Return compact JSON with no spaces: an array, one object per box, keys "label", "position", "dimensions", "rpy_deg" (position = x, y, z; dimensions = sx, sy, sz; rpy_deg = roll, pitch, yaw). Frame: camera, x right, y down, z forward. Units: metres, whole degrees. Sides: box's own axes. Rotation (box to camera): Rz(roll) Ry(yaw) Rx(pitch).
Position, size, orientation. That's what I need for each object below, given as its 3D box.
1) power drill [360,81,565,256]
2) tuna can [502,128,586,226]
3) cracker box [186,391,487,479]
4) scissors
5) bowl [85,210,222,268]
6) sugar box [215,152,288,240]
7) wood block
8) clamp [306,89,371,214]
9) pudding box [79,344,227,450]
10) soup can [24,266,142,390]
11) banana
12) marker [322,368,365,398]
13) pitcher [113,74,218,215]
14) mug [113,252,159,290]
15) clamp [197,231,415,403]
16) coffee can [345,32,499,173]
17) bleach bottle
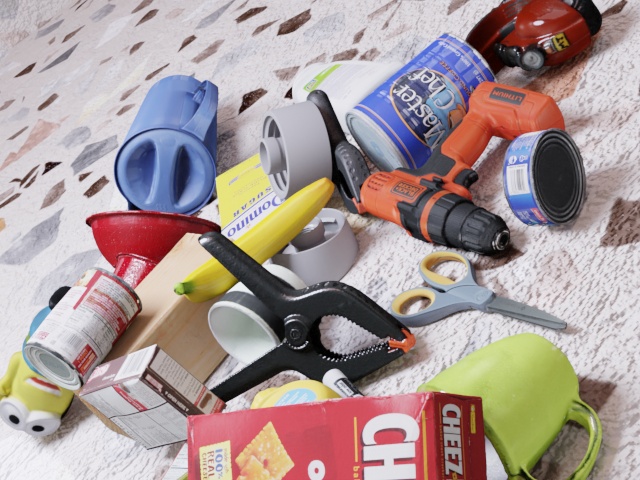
[{"label":"power drill","position":[0.153,-0.071,1.043],"dimensions":[0.187,0.057,0.185],"rpy_deg":[-44,40,-19]},{"label":"tuna can","position":[0.199,-0.055,0.947],"dimensions":[0.034,0.086,0.086],"rpy_deg":[-5,40,46]},{"label":"cracker box","position":[0.005,0.192,0.718],"dimensions":[0.214,0.072,0.164],"rpy_deg":[-13,72,37]},{"label":"scissors","position":[0.125,0.061,0.924],"dimensions":[0.096,0.016,0.202],"rpy_deg":[-39,28,-3]},{"label":"bowl","position":[-0.197,0.008,1.256],"dimensions":[0.162,0.161,0.055],"rpy_deg":[-8,76,41]},{"label":"sugar box","position":[-0.073,-0.043,1.266],"dimensions":[0.093,0.048,0.176],"rpy_deg":[-31,28,8]},{"label":"wood block","position":[-0.155,0.097,1.099],"dimensions":[0.091,0.090,0.205],"rpy_deg":[5,48,51]},{"label":"clamp","position":[0.023,-0.091,1.169],"dimensions":[0.039,0.120,0.172],"rpy_deg":[-24,31,-9]},{"label":"pudding box","position":[-0.153,0.144,0.967],"dimensions":[0.114,0.090,0.039],"rpy_deg":[-21,32,48]},{"label":"soup can","position":[-0.228,0.085,1.028],"dimensions":[0.069,0.068,0.102],"rpy_deg":[-4,42,44]},{"label":"banana","position":[-0.065,0.007,1.058],"dimensions":[0.197,0.037,0.070],"rpy_deg":[-38,2,-22]},{"label":"marker","position":[0.038,0.143,0.876],"dimensions":[0.020,0.020,0.121],"rpy_deg":[-40,37,-8]},{"label":"pitcher","position":[-0.197,-0.147,1.472],"dimensions":[0.149,0.145,0.243],"rpy_deg":[-10,29,4]},{"label":"mug","position":[-0.202,0.074,1.189],"dimensions":[0.117,0.093,0.081],"rpy_deg":[115,178,-70]},{"label":"clamp","position":[-0.022,0.090,0.953],"dimensions":[0.210,0.164,0.036],"rpy_deg":[12,12,16]},{"label":"coffee can","position":[0.111,-0.141,1.154],"dimensions":[0.140,0.102,0.103],"rpy_deg":[-40,29,-9]},{"label":"bleach bottle","position":[0.031,-0.193,1.364],"dimensions":[0.102,0.068,0.251],"rpy_deg":[-40,26,-8]}]
